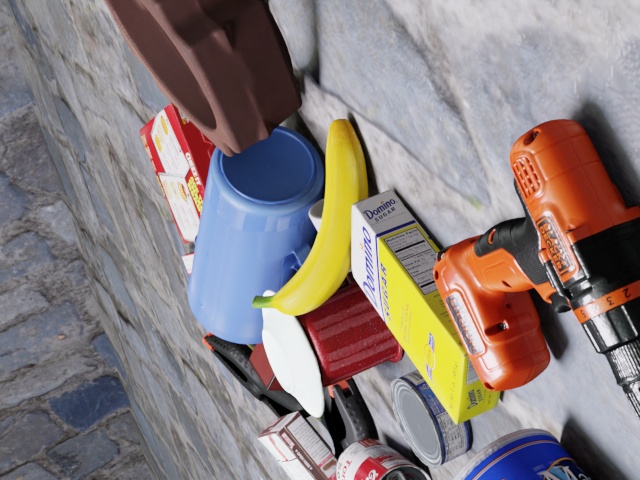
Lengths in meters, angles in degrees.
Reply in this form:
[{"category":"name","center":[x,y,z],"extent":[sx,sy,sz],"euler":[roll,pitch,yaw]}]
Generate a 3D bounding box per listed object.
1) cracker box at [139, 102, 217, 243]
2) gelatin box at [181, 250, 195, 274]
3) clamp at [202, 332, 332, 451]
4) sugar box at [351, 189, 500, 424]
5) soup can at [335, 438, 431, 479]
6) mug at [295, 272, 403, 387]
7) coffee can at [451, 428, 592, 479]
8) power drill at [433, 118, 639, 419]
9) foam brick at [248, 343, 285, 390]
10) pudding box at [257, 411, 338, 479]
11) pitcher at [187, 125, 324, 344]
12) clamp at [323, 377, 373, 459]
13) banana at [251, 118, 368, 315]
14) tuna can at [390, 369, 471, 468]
[{"category":"cracker box","center":[-0.147,-0.086,1.311],"extent":[0.164,0.072,0.214],"euler":[69,161,-4]},{"category":"gelatin box","center":[-0.135,0.018,1.389],"extent":[0.030,0.073,0.089],"euler":[70,162,-3]},{"category":"clamp","center":[-0.065,0.171,1.279],"extent":[0.210,0.036,0.164],"euler":[42,161,20]},{"category":"sugar box","center":[0.081,0.050,0.855],"extent":[0.176,0.048,0.093],"euler":[52,156,38]},{"category":"soup can","center":[0.064,0.248,1.092],"extent":[0.102,0.068,0.068],"euler":[16,126,69]},{"category":"mug","center":[0.016,0.077,1.011],"extent":[0.117,0.081,0.093],"euler":[70,162,-5]},{"category":"coffee can","center":[0.161,0.211,0.719],"extent":[0.140,0.102,0.103],"euler":[50,154,44]},{"category":"power drill","center":[0.144,0.039,0.650],"extent":[0.184,0.057,0.188],"euler":[69,160,12]},{"category":"foam brick","center":[-0.030,0.132,1.192],"extent":[0.053,0.078,0.051],"euler":[50,124,43]},{"category":"pudding box","center":[-0.022,0.243,1.212],"extent":[0.090,0.039,0.114],"euler":[50,162,1]},{"category":"pitcher","center":[-0.057,0.001,1.084],"extent":[0.243,0.149,0.145],"euler":[104,171,-56]},{"category":"clamp","center":[0.042,0.234,1.188],"extent":[0.120,0.039,0.171],"euler":[23,131,49]},{"category":"banana","center":[0.002,-0.006,0.932],"extent":[0.198,0.069,0.037],"euler":[-65,-6,20]},{"category":"tuna can","center":[0.097,0.156,0.946],"extent":[0.086,0.033,0.086],"euler":[55,158,35]}]
